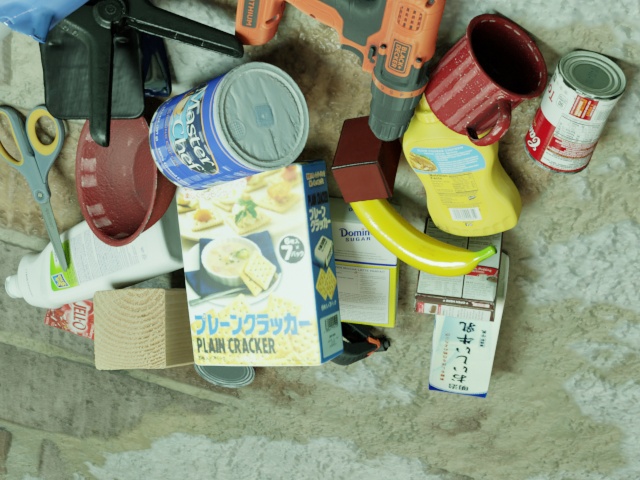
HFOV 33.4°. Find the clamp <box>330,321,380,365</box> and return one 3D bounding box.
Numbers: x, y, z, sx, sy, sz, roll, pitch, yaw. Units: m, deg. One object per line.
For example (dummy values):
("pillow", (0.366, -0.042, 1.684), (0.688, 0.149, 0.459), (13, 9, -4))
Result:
("clamp", (-0.003, 0.103, 1.333), (0.171, 0.120, 0.039), (17, 141, -36))

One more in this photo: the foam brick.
("foam brick", (0.048, -0.086, 1.107), (0.051, 0.078, 0.053), (-7, 133, 22))

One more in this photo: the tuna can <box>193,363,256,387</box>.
("tuna can", (-0.128, 0.164, 1.465), (0.086, 0.033, 0.086), (8, 139, 7))

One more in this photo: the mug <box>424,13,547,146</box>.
("mug", (0.152, -0.140, 0.994), (0.093, 0.117, 0.082), (10, 149, -29))

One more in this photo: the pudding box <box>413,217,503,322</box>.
("pudding box", (0.154, 0.031, 1.181), (0.090, 0.113, 0.039), (6, 142, 9))

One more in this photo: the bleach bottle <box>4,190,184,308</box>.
("bleach bottle", (-0.275, 0.017, 1.274), (0.251, 0.102, 0.068), (-17, 168, 25))

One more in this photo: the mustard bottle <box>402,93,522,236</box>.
("mustard bottle", (0.137, -0.087, 1.095), (0.096, 0.058, 0.191), (0, 138, 31))

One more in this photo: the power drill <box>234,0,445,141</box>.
("power drill", (0.015, -0.188, 0.989), (0.188, 0.057, 0.185), (22, 139, 8))

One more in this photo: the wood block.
("wood block", (-0.184, 0.103, 1.285), (0.090, 0.091, 0.206), (-3, 177, 16))

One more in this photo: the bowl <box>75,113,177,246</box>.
("bowl", (-0.203, -0.074, 1.162), (0.055, 0.162, 0.162), (-3, 155, -42))

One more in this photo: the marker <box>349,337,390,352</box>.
("marker", (0.036, 0.145, 1.410), (0.121, 0.020, 0.020), (-11, 133, 26))

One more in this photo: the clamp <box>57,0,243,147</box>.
("clamp", (-0.182, -0.209, 0.995), (0.164, 0.210, 0.036), (-29, 171, -11))

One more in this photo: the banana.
("banana", (0.093, -0.014, 1.149), (0.198, 0.037, 0.070), (32, 108, 15))

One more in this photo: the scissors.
("scissors", (-0.305, -0.067, 1.212), (0.096, 0.016, 0.201), (-23, 104, 19))

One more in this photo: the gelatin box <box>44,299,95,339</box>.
("gelatin box", (-0.330, 0.091, 1.440), (0.073, 0.030, 0.089), (19, 139, -7))

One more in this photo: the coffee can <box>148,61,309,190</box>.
("coffee can", (-0.091, -0.109, 1.044), (0.102, 0.102, 0.141), (38, 155, -25))

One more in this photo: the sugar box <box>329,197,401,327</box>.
("sugar box", (0.047, 0.027, 1.258), (0.093, 0.048, 0.176), (6, 135, 7))

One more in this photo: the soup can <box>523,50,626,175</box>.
("soup can", (0.243, -0.121, 1.021), (0.068, 0.068, 0.102), (14, 138, -1))
